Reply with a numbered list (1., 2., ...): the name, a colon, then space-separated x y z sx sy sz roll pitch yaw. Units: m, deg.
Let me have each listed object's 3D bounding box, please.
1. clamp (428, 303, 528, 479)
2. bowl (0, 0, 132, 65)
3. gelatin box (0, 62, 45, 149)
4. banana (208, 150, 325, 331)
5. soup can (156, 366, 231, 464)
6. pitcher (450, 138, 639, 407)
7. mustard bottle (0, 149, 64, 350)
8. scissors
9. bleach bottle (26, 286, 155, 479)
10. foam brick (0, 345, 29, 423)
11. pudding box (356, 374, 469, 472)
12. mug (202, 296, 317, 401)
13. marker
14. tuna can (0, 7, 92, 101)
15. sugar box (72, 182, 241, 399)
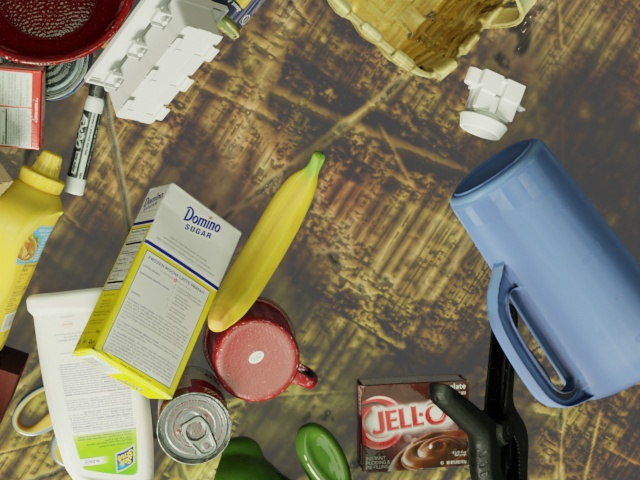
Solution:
1. clamp: 0.166 0.187 1.060 0.164 0.036 0.210 -30 115 -48
2. bowl: -0.241 -0.226 0.930 0.162 0.055 0.162 1 85 -9
3. gelatin box: -0.292 -0.122 0.950 0.089 0.030 0.073 4 110 -7
4. banana: -0.054 0.004 1.008 0.037 0.069 0.197 26 74 11
5. soup can: -0.122 0.163 1.012 0.068 0.102 0.068 -1 98 -9
6. pitcher: 0.228 0.032 1.035 0.145 0.149 0.243 -34 99 22
7. mustard bottle: -0.281 0.008 0.967 0.058 0.096 0.191 26 93 0
8. scissors: -0.200 0.150 1.041 0.201 0.016 0.096 -24 99 -4
9. bleach bottle: -0.209 0.170 0.995 0.102 0.068 0.251 -6 88 -6
10. foam brick: -0.308 0.129 0.991 0.053 0.078 0.051 21 96 -11
11. pudding box: 0.093 0.184 1.081 0.113 0.039 0.090 -3 97 -9
12. mug: -0.055 0.112 1.026 0.117 0.081 0.093 31 92 -12
13. marker: -0.218 -0.103 1.002 0.020 0.020 0.121 14 96 -11
14. tuna can: -0.253 -0.170 0.979 0.086 0.034 0.086 -1 98 -9
15. sugar box: -0.146 0.046 0.975 0.093 0.048 0.176 38 59 -32
